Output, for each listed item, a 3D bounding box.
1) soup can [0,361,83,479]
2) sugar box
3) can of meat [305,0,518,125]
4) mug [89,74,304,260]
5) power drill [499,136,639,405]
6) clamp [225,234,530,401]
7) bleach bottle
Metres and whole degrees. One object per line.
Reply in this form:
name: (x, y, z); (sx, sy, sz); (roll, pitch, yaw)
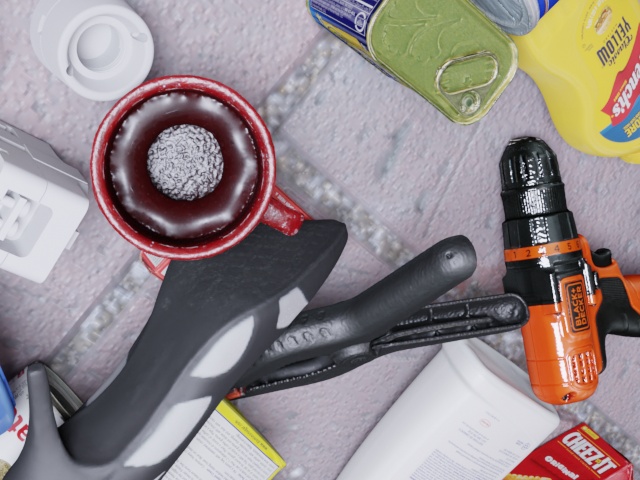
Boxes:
soup can: (-0.185, 0.128, 0.621); (0.102, 0.069, 0.068); (-40, 127, -6)
sugar box: (-0.112, 0.169, 0.654); (0.176, 0.048, 0.093); (-44, 128, -6)
can of meat: (0.050, -0.120, 0.612); (0.102, 0.084, 0.057); (31, 97, -37)
mug: (-0.062, -0.035, 0.573); (0.117, 0.081, 0.093); (25, 93, -9)
power drill: (0.208, 0.011, 0.766); (0.187, 0.057, 0.184); (-9, 91, -32)
clamp: (0.021, 0.054, 0.658); (0.210, 0.036, 0.164); (-18, 158, 10)
bleach bottle: (0.052, 0.183, 0.775); (0.102, 0.068, 0.251); (35, 106, -27)
